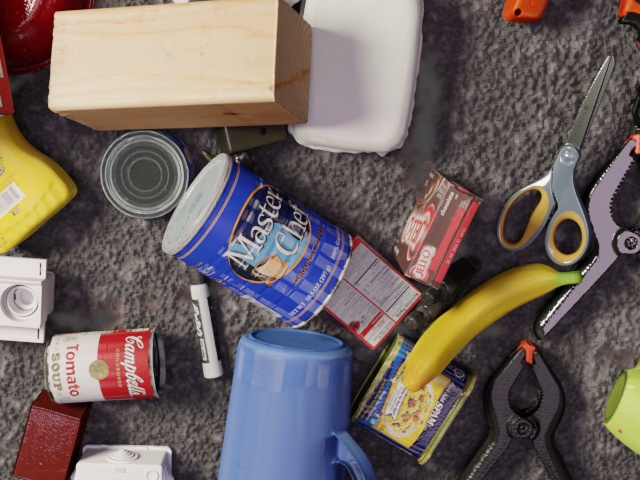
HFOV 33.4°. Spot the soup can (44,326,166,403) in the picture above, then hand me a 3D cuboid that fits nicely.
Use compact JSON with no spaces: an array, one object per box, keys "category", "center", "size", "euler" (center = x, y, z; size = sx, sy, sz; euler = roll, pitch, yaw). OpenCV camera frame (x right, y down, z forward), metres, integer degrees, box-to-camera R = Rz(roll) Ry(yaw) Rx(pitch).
[{"category":"soup can","center":[-0.203,0.119,1.016],"size":[0.102,0.068,0.068],"euler":[-4,99,2]}]

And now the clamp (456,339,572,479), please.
[{"category":"clamp","center":[0.205,0.186,1.036],"size":[0.120,0.039,0.171],"euler":[12,99,-3]}]

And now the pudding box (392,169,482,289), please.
[{"category":"pudding box","center":[0.104,-0.012,0.968],"size":[0.039,0.113,0.090],"euler":[25,98,-4]}]

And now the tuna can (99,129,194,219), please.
[{"category":"tuna can","center":[-0.163,-0.063,1.002],"size":[0.086,0.034,0.086],"euler":[0,99,1]}]

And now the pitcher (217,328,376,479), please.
[{"category":"pitcher","center":[-0.025,0.212,0.996],"size":[0.149,0.145,0.243],"euler":[5,96,-9]}]

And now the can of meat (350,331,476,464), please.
[{"category":"can of meat","center":[0.086,0.149,1.023],"size":[0.084,0.057,0.102],"euler":[30,98,-3]}]

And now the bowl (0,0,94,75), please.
[{"category":"bowl","center":[-0.289,-0.231,0.966],"size":[0.162,0.055,0.162],"euler":[0,100,1]}]

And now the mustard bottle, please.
[{"category":"mustard bottle","center":[-0.322,-0.088,0.988],"size":[0.096,0.058,0.191],"euler":[-39,97,12]}]

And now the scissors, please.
[{"category":"scissors","center":[0.239,-0.060,0.975],"size":[0.096,0.016,0.202],"euler":[41,116,11]}]

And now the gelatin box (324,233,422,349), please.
[{"category":"gelatin box","center":[0.043,0.049,1.021],"size":[0.089,0.030,0.073],"euler":[40,96,-6]}]

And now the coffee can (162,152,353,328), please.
[{"category":"coffee can","center":[-0.056,0.001,0.962],"size":[0.140,0.103,0.103],"euler":[33,98,-19]}]

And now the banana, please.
[{"category":"banana","center":[0.147,0.072,0.991],"size":[0.197,0.070,0.037],"euler":[-33,102,-12]}]

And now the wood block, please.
[{"category":"wood block","center":[-0.120,-0.149,0.923],"size":[0.206,0.090,0.090],"euler":[0,84,18]}]

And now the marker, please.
[{"category":"marker","center":[-0.112,0.073,1.031],"size":[0.020,0.020,0.121],"euler":[-8,99,2]}]

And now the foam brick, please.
[{"category":"foam brick","center":[-0.260,0.192,1.035],"size":[0.051,0.053,0.078],"euler":[17,98,-2]}]

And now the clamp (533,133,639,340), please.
[{"category":"clamp","center":[0.281,0.006,1.008],"size":[0.164,0.036,0.210],"euler":[-3,96,8]}]
